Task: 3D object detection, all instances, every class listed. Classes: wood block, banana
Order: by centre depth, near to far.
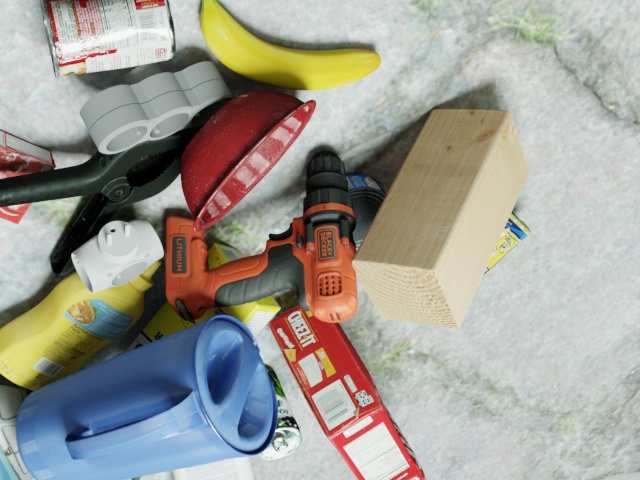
[{"bbox_3d":[-0.035,-0.173,0.979,0.197,0.037,0.070,18,120,-32],"label":"banana"},{"bbox_3d":[0.122,-0.026,1.045,0.206,0.090,0.090,-61,141,-30],"label":"wood block"}]

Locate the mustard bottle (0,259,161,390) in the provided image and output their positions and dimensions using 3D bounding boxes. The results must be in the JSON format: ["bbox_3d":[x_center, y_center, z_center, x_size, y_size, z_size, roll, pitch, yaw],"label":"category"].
[{"bbox_3d":[-0.238,0.074,1.081,0.192,0.058,0.096,-38,141,10],"label":"mustard bottle"}]

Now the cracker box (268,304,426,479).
[{"bbox_3d":[0.034,0.183,1.185,0.072,0.164,0.213,-31,141,-1],"label":"cracker box"}]

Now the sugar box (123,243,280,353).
[{"bbox_3d":[-0.129,0.097,1.117,0.176,0.093,0.048,-48,149,17],"label":"sugar box"}]

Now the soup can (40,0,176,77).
[{"bbox_3d":[-0.178,-0.178,0.897,0.102,0.068,0.068,-12,130,-13],"label":"soup can"}]

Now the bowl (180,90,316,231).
[{"bbox_3d":[-0.077,-0.084,0.975,0.055,0.162,0.162,43,108,3],"label":"bowl"}]

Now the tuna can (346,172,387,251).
[{"bbox_3d":[0.033,-0.028,1.124,0.086,0.034,0.086,-11,130,-13],"label":"tuna can"}]

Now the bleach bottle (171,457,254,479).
[{"bbox_3d":[-0.129,0.237,1.255,0.102,0.068,0.251,-13,128,-12],"label":"bleach bottle"}]

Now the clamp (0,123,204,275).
[{"bbox_3d":[-0.201,-0.057,0.985,0.210,0.036,0.164,-35,153,3],"label":"clamp"}]

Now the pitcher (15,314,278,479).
[{"bbox_3d":[-0.176,0.167,1.021,0.243,0.145,0.149,-20,139,25],"label":"pitcher"}]

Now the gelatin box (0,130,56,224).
[{"bbox_3d":[-0.297,-0.061,0.969,0.089,0.030,0.073,24,115,-34],"label":"gelatin box"}]

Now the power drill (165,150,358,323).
[{"bbox_3d":[-0.057,0.001,1.048,0.188,0.184,0.057,-9,149,9],"label":"power drill"}]
